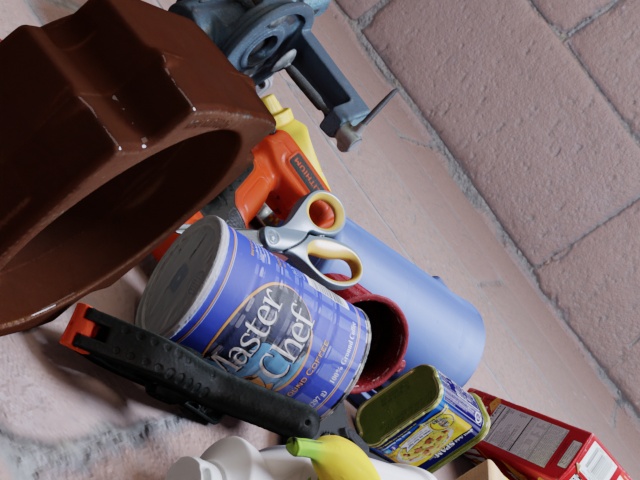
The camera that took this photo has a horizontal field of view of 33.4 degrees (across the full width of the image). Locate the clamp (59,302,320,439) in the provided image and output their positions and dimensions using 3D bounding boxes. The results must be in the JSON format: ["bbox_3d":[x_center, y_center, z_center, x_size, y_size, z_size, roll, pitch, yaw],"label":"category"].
[{"bbox_3d":[-0.083,0.088,0.680,0.171,0.120,0.039,34,63,-43],"label":"clamp"}]

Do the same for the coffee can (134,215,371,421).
[{"bbox_3d":[-0.048,0.060,0.778,0.140,0.103,0.103,34,21,-25],"label":"coffee can"}]

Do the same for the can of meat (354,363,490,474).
[{"bbox_3d":[0.096,0.172,1.019,0.083,0.102,0.057,38,21,-39],"label":"can of meat"}]

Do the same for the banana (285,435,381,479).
[{"bbox_3d":[0.021,0.201,0.667,0.037,0.069,0.198,3,-71,54],"label":"banana"}]

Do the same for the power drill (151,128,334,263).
[{"bbox_3d":[-0.056,0.001,0.899,0.184,0.057,0.187,56,40,-10],"label":"power drill"}]

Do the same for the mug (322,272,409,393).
[{"bbox_3d":[0.028,0.084,0.960,0.117,0.093,0.082,31,2,-30],"label":"mug"}]

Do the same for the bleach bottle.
[{"bbox_3d":[-0.009,0.175,0.706,0.250,0.068,0.102,34,60,-49],"label":"bleach bottle"}]

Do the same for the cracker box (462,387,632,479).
[{"bbox_3d":[0.256,0.261,1.193,0.164,0.072,0.214,47,-16,-24],"label":"cracker box"}]

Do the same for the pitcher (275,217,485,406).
[{"bbox_3d":[0.049,0.074,1.085,0.242,0.145,0.149,37,9,-37],"label":"pitcher"}]

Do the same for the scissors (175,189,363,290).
[{"bbox_3d":[-0.038,-0.016,0.872,0.201,0.016,0.096,25,55,-39],"label":"scissors"}]
